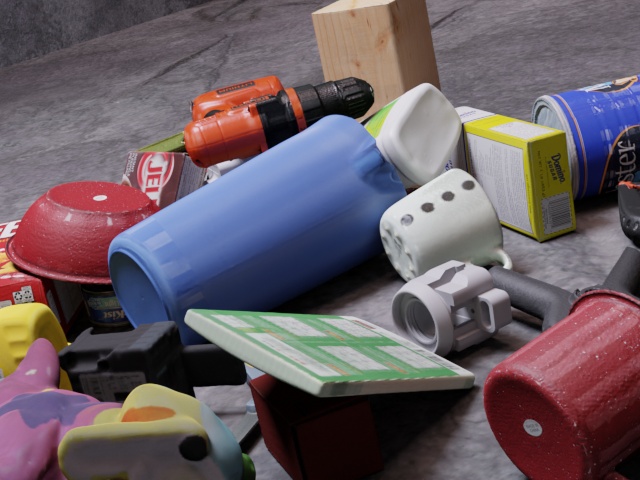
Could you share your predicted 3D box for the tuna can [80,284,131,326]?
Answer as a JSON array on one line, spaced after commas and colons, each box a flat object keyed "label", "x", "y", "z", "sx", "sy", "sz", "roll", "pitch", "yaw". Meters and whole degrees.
[{"label": "tuna can", "x": -0.175, "y": 0.045, "z": 0.977, "sx": 0.086, "sy": 0.034, "sz": 0.086, "roll": -11, "pitch": 19, "yaw": 4}]

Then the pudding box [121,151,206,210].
[{"label": "pudding box", "x": -0.166, "y": -0.033, "z": 1.078, "sx": 0.090, "sy": 0.113, "sz": 0.039, "roll": 5, "pitch": -7, "yaw": 43}]

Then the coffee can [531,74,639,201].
[{"label": "coffee can", "x": 0.281, "y": -0.099, "z": 0.995, "sx": 0.140, "sy": 0.103, "sz": 0.103, "roll": -14, "pitch": 19, "yaw": -4}]

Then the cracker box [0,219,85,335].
[{"label": "cracker box", "x": -0.307, "y": 0.040, "z": 1.017, "sx": 0.164, "sy": 0.072, "sz": 0.213, "roll": -10, "pitch": 19, "yaw": 5}]

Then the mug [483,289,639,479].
[{"label": "mug", "x": 0.151, "y": 0.094, "z": 0.579, "sx": 0.081, "sy": 0.093, "sz": 0.117, "roll": -28, "pitch": 61, "yaw": -27}]

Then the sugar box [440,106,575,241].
[{"label": "sugar box", "x": 0.167, "y": -0.067, "z": 0.989, "sx": 0.048, "sy": 0.093, "sz": 0.176, "roll": -15, "pitch": 20, "yaw": -15}]

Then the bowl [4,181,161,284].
[{"label": "bowl", "x": -0.202, "y": -0.014, "z": 0.965, "sx": 0.162, "sy": 0.055, "sz": 0.162, "roll": 6, "pitch": 20, "yaw": -2}]

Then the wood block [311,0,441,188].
[{"label": "wood block", "x": 0.068, "y": -0.148, "z": 1.107, "sx": 0.090, "sy": 0.206, "sz": 0.090, "roll": 0, "pitch": 23, "yaw": 32}]

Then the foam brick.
[{"label": "foam brick", "x": -0.004, "y": 0.112, "z": 0.657, "sx": 0.053, "sy": 0.051, "sz": 0.078, "roll": -19, "pitch": 20, "yaw": -16}]

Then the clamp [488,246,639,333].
[{"label": "clamp", "x": 0.177, "y": 0.050, "z": 0.737, "sx": 0.120, "sy": 0.039, "sz": 0.171, "roll": -11, "pitch": 19, "yaw": 10}]

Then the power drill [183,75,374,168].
[{"label": "power drill", "x": -0.052, "y": -0.127, "z": 1.061, "sx": 0.184, "sy": 0.057, "sz": 0.188, "roll": -16, "pitch": 13, "yaw": -9}]

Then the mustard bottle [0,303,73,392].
[{"label": "mustard bottle", "x": -0.279, "y": 0.104, "z": 0.783, "sx": 0.192, "sy": 0.096, "sz": 0.058, "roll": -8, "pitch": 20, "yaw": 14}]

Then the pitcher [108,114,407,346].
[{"label": "pitcher", "x": -0.056, "y": 0.001, "z": 0.912, "sx": 0.242, "sy": 0.149, "sz": 0.145, "roll": -29, "pitch": 39, "yaw": -30}]

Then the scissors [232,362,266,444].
[{"label": "scissors", "x": -0.051, "y": 0.111, "z": 0.745, "sx": 0.096, "sy": 0.016, "sz": 0.201, "roll": 3, "pitch": 24, "yaw": 41}]

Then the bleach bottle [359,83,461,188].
[{"label": "bleach bottle", "x": 0.021, "y": -0.066, "z": 1.047, "sx": 0.251, "sy": 0.068, "sz": 0.102, "roll": -24, "pitch": 27, "yaw": 47}]
